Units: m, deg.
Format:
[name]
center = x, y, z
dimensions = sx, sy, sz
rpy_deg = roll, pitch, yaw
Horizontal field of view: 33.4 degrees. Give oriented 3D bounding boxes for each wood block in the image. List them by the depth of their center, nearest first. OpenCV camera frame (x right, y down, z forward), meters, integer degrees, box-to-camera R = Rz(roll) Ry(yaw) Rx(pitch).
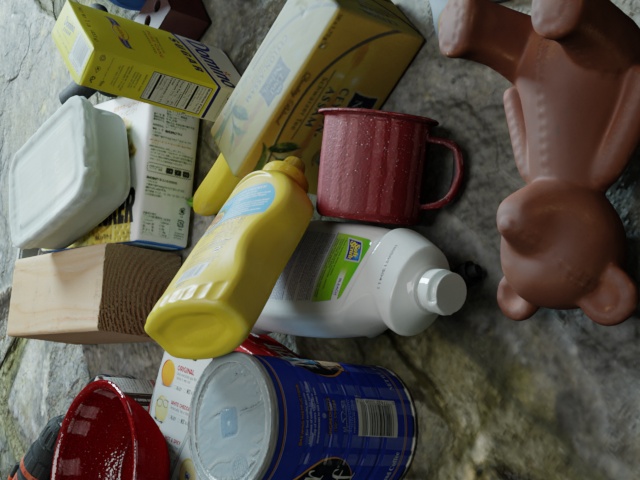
[wood block]
center = -0.243, 0.060, 1.133
dimensions = 0.207, 0.090, 0.090
rpy_deg = -8, 75, 50

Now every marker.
[marker]
center = 0.075, 0.045, 0.806
dimensions = 0.121, 0.020, 0.020
rpy_deg = -32, 58, 42

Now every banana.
[banana]
center = -0.078, -0.091, 1.009
dimensions = 0.198, 0.037, 0.070
rpy_deg = -56, 46, 26

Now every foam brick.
[foam brick]
center = -0.162, -0.225, 1.130
dimensions = 0.078, 0.051, 0.053
rpy_deg = -51, 47, 31

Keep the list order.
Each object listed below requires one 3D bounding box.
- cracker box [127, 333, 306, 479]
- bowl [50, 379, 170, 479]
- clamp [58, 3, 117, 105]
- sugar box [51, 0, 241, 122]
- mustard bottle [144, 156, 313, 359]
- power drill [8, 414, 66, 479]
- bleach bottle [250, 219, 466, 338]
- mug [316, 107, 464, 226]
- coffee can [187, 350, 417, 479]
[cracker box]
center = -0.087, 0.185, 0.931
dimensions = 0.164, 0.072, 0.214
rpy_deg = 26, 101, 50
[bowl]
center = -0.177, 0.205, 0.933
dimensions = 0.162, 0.055, 0.162
rpy_deg = -19, 65, 49
[clamp]
center = -0.224, -0.202, 1.132
dimensions = 0.172, 0.039, 0.120
rpy_deg = 4, 85, 51
[sugar box]
center = -0.157, -0.166, 1.012
dimensions = 0.048, 0.175, 0.093
rpy_deg = -58, 44, 27
[mustard bottle]
center = -0.055, 0.001, 0.809
dimensions = 0.096, 0.058, 0.191
rpy_deg = -24, 28, 43
[power drill]
center = -0.290, 0.308, 1.161
dimensions = 0.185, 0.057, 0.188
rpy_deg = -59, 40, 28
[bleach bottle]
center = 0.015, 0.036, 0.824
dimensions = 0.251, 0.068, 0.102
rpy_deg = 6, 75, 55
[mug]
center = 0.052, -0.054, 0.815
dimensions = 0.117, 0.093, 0.081
rpy_deg = 7, 92, 15
[coffee can]
center = -0.013, 0.139, 0.796
dimensions = 0.103, 0.140, 0.103
rpy_deg = -15, 70, 48
